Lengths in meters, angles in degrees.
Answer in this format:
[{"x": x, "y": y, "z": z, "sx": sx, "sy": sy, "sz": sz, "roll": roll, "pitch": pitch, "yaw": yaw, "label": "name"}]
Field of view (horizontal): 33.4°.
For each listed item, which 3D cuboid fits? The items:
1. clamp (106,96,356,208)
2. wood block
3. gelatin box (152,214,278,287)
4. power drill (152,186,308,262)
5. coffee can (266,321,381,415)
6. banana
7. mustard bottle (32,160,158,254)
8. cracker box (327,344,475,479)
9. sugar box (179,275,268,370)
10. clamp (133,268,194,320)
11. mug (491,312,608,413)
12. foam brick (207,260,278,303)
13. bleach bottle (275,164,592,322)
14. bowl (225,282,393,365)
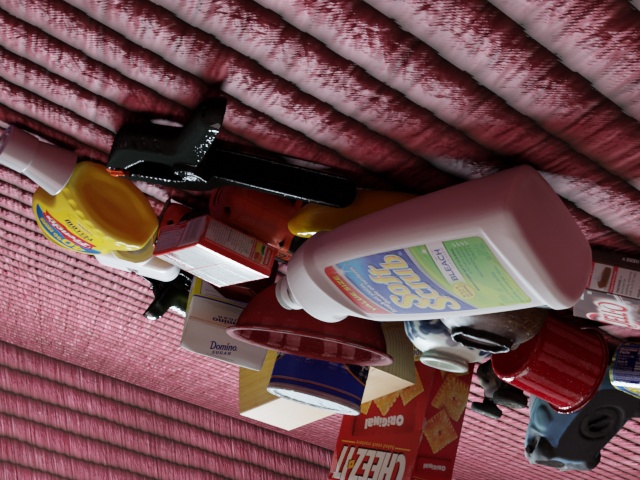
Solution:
[{"x": -0.097, "y": -0.068, "z": 0.815, "sx": 0.210, "sy": 0.036, "sz": 0.164, "roll": 6, "pitch": 163, "yaw": 34, "label": "clamp"}, {"x": 0.004, "y": 0.150, "z": 1.282, "sx": 0.206, "sy": 0.090, "sz": 0.090, "roll": -27, "pitch": 141, "yaw": 36, "label": "wood block"}, {"x": -0.091, "y": 0.009, "z": 0.911, "sx": 0.073, "sy": 0.030, "sz": 0.089, "roll": 27, "pitch": 159, "yaw": -28, "label": "gelatin box"}, {"x": -0.057, "y": 0.001, "z": 0.996, "sx": 0.184, "sy": 0.057, "sz": 0.188, "roll": 29, "pitch": 158, "yaw": -31, "label": "power drill"}, {"x": 0.010, "y": 0.106, "z": 1.146, "sx": 0.103, "sy": 0.140, "sz": 0.103, "roll": 14, "pitch": 166, "yaw": 4, "label": "coffee can"}, {"x": 0.066, "y": -0.007, "z": 0.837, "sx": 0.198, "sy": 0.037, "sz": 0.070, "roll": 17, "pitch": 124, "yaw": 15, "label": "banana"}, {"x": -0.237, "y": -0.026, "z": 1.061, "sx": 0.096, "sy": 0.058, "sz": 0.192, "roll": 41, "pitch": 157, "yaw": -22, "label": "mustard bottle"}, {"x": 0.098, "y": 0.213, "z": 1.307, "sx": 0.072, "sy": 0.213, "sz": 0.164, "roll": 24, "pitch": 163, "yaw": -30, "label": "cracker box"}, {"x": -0.105, "y": 0.082, "z": 1.203, "sx": 0.093, "sy": 0.048, "sz": 0.176, "roll": 17, "pitch": -161, "yaw": -8, "label": "sugar box"}, {"x": -0.191, "y": 0.045, "z": 1.280, "sx": 0.039, "sy": 0.120, "sz": 0.171, "roll": -32, "pitch": 166, "yaw": 12, "label": "clamp"}, {"x": 0.225, "y": 0.111, "z": 1.084, "sx": 0.081, "sy": 0.093, "sz": 0.117, "roll": 26, "pitch": -161, "yaw": -20, "label": "mug"}, {"x": -0.083, "y": 0.033, "z": 1.146, "sx": 0.051, "sy": 0.053, "sz": 0.078, "roll": 11, "pitch": 164, "yaw": 16, "label": "foam brick"}, {"x": 0.066, "y": 0.022, "z": 0.794, "sx": 0.251, "sy": 0.068, "sz": 0.102, "roll": -17, "pitch": 121, "yaw": 43, "label": "bleach bottle"}, {"x": -0.006, "y": 0.076, "z": 1.015, "sx": 0.162, "sy": 0.055, "sz": 0.162, "roll": 10, "pitch": 166, "yaw": 2, "label": "bowl"}]
